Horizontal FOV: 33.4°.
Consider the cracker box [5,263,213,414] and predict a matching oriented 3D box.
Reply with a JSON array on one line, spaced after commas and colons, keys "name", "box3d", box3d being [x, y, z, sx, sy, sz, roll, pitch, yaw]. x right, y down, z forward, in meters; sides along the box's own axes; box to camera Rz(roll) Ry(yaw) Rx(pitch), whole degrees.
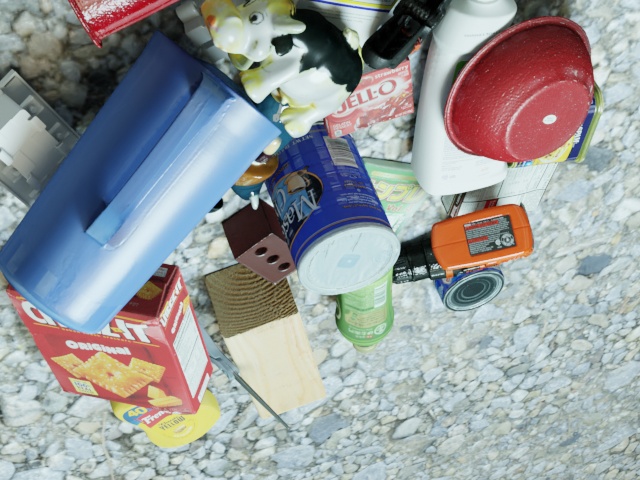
[{"name": "cracker box", "box3d": [-0.214, 0.098, 1.116, 0.164, 0.072, 0.214, 9, 147, 11]}]

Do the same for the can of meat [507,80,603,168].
[{"name": "can of meat", "box3d": [0.238, -0.124, 1.120, 0.083, 0.057, 0.102, -9, 142, -12]}]

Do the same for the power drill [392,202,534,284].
[{"name": "power drill", "box3d": [0.157, 0.008, 1.196, 0.184, 0.057, 0.187, -15, 175, 2]}]

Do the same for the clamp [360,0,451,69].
[{"name": "clamp", "box3d": [0.077, -0.183, 0.884, 0.164, 0.036, 0.210, -50, 180, -11]}]

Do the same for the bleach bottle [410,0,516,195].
[{"name": "bleach bottle", "box3d": [0.149, -0.154, 1.032, 0.102, 0.068, 0.251, -14, 142, -15]}]

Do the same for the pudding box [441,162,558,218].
[{"name": "pudding box", "box3d": [0.201, -0.067, 1.192, 0.113, 0.039, 0.090, -10, 144, -18]}]

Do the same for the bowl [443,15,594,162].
[{"name": "bowl", "box3d": [0.199, -0.127, 1.000, 0.162, 0.055, 0.162, -19, 140, -17]}]

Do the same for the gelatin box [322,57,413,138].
[{"name": "gelatin box", "box3d": [0.043, -0.142, 1.020, 0.089, 0.030, 0.073, -18, 144, -4]}]

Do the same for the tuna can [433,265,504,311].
[{"name": "tuna can", "box3d": [0.188, 0.053, 1.347, 0.086, 0.034, 0.086, -13, 144, -10]}]

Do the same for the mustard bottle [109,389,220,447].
[{"name": "mustard bottle", "box3d": [-0.204, 0.193, 1.316, 0.096, 0.058, 0.191, -27, 144, 7]}]

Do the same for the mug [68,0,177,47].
[{"name": "mug", "box3d": [-0.155, -0.213, 0.790, 0.081, 0.093, 0.117, -26, 108, 0]}]

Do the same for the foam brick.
[{"name": "foam brick", "box3d": [-0.057, 0.001, 1.141, 0.053, 0.051, 0.078, -34, 142, 17]}]

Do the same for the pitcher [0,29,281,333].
[{"name": "pitcher", "box3d": [-0.154, -0.043, 0.882, 0.243, 0.145, 0.149, -51, 147, 1]}]

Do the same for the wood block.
[{"name": "wood block", "box3d": [-0.061, 0.116, 1.257, 0.090, 0.091, 0.206, -20, 145, -3]}]

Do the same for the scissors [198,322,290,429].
[{"name": "scissors", "box3d": [-0.110, 0.145, 1.211, 0.016, 0.202, 0.096, -40, 174, -20]}]

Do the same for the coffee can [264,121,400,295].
[{"name": "coffee can", "box3d": [0.007, -0.032, 1.052, 0.102, 0.140, 0.103, -14, 144, -10]}]
